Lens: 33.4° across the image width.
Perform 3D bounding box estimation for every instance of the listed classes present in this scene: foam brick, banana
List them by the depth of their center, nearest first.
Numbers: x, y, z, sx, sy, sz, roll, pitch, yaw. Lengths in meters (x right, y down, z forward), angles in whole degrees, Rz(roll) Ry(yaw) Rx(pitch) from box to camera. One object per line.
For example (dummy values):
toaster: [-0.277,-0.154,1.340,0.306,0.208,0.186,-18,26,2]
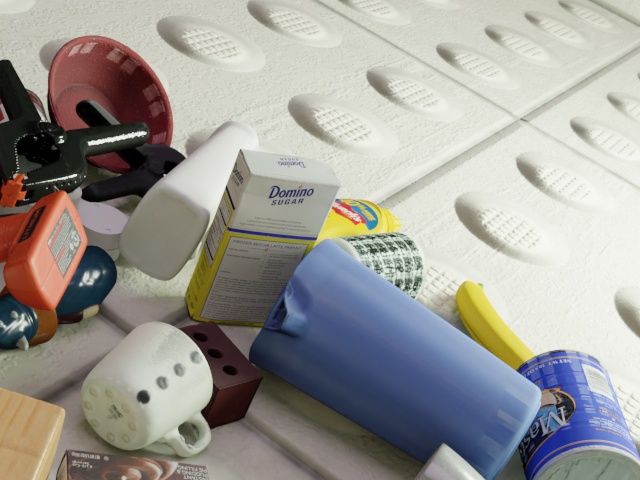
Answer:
foam brick: [-0.097,0.114,0.908,0.052,0.051,0.078,-10,44,-45]
banana: [0.195,0.100,1.152,0.069,0.037,0.198,4,35,-28]

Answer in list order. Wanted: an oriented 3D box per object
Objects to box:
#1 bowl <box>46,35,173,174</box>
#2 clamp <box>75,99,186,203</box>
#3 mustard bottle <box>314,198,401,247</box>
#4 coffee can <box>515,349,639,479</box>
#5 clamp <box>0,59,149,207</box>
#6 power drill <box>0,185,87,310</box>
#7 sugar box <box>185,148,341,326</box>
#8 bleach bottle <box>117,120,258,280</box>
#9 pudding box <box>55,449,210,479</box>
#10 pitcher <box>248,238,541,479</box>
bowl: [-0.241,-0.140,1.170,0.161,0.055,0.162,21,59,-40]
clamp: [-0.190,-0.083,1.128,0.171,0.039,0.120,12,61,-49]
mustard bottle: [0.016,-0.013,1.186,0.191,0.058,0.096,-3,28,-40]
coffee can: [0.232,0.182,0.978,0.102,0.103,0.140,17,30,-11]
clamp: [-0.263,-0.097,0.991,0.164,0.036,0.209,27,30,-3]
power drill: [-0.289,0.025,0.830,0.188,0.057,0.184,-6,37,14]
sugar box: [-0.056,0.001,0.992,0.093,0.176,0.048,7,34,-27]
bleach bottle: [-0.119,-0.058,1.095,0.068,0.103,0.250,35,27,-3]
pudding box: [-0.130,0.199,0.760,0.113,0.039,0.090,10,32,-22]
pitcher: [0.070,0.113,0.958,0.243,0.145,0.149,32,53,11]
